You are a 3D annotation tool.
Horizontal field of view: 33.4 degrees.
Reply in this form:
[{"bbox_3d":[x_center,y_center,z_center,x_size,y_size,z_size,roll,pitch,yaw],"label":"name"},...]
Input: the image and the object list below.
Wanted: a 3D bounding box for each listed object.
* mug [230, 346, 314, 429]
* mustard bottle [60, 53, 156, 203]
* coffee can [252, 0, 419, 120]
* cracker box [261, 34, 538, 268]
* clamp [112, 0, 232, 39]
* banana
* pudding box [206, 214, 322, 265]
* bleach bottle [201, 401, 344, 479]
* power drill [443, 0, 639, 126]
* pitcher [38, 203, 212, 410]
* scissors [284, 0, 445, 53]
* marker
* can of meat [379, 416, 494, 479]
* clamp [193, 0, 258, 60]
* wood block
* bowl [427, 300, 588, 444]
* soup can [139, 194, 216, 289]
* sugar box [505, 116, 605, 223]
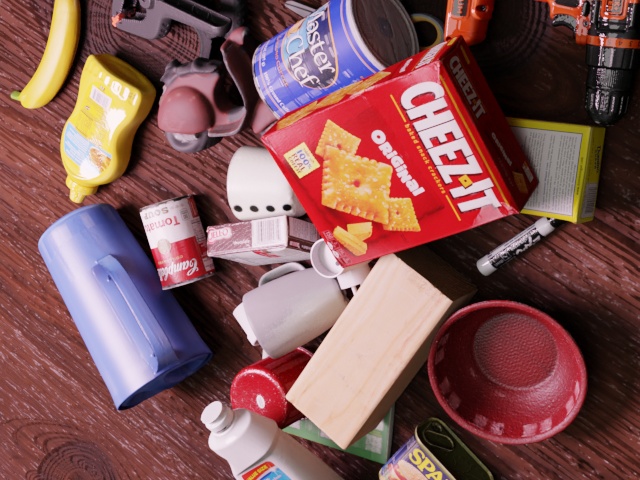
[{"bbox_3d":[-0.057,0.182,1.238,0.093,0.081,0.117,50,120,14],"label":"mug"},{"bbox_3d":[-0.275,-0.128,1.328,0.096,0.058,0.192,36,118,18],"label":"mustard bottle"},{"bbox_3d":[0.015,-0.187,1.086,0.141,0.102,0.103,-24,89,39],"label":"coffee can"},{"bbox_3d":[0.073,-0.077,1.023,0.214,0.072,0.164,-19,111,36],"label":"cracker box"},{"bbox_3d":[-0.180,-0.274,1.204,0.164,0.036,0.210,60,148,-2],"label":"clamp"},{"bbox_3d":[-0.344,-0.235,1.357,0.070,0.037,0.198,45,121,13],"label":"banana"},{"bbox_3d":[-0.058,0.001,1.203,0.114,0.089,0.039,-5,79,33],"label":"pudding box"},{"bbox_3d":[-0.049,0.263,1.201,0.103,0.068,0.250,-21,127,32],"label":"bleach bottle"},{"bbox_3d":[0.214,-0.209,1.004,0.188,0.057,0.184,12,105,26],"label":"power drill"},{"bbox_3d":[-0.246,0.075,1.317,0.149,0.144,0.243,-37,78,26],"label":"pitcher"},{"bbox_3d":[0.054,-0.228,1.122,0.202,0.016,0.096,43,121,16],"label":"scissors"},{"bbox_3d":[0.209,-0.002,1.081,0.121,0.020,0.020,-38,81,33],"label":"marker"},{"bbox_3d":[0.125,0.261,1.178,0.102,0.057,0.084,46,124,15],"label":"can of meat"},{"bbox_3d":[-0.118,-0.235,1.216,0.120,0.039,0.171,-17,96,29],"label":"clamp"},{"bbox_3d":[0.065,0.109,1.140,0.090,0.090,0.206,39,112,16],"label":"wood block"},{"bbox_3d":[0.194,0.125,1.089,0.162,0.055,0.162,8,114,19],"label":"bowl"},{"bbox_3d":[-0.173,0.001,1.292,0.069,0.068,0.102,-15,93,34],"label":"soup can"},{"bbox_3d":[0.185,-0.076,1.052,0.176,0.048,0.093,13,101,36],"label":"sugar box"}]
